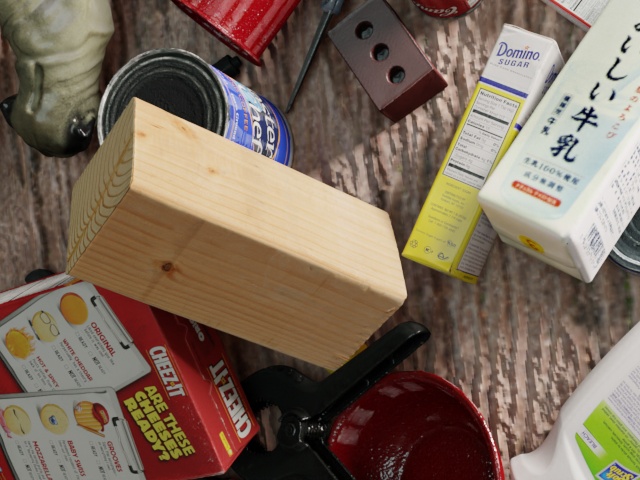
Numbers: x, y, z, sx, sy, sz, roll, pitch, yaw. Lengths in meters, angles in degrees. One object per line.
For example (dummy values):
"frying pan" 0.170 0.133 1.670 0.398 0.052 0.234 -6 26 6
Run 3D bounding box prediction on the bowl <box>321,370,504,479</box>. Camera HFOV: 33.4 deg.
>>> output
"bowl" 0.075 0.176 0.765 0.162 0.055 0.162 -14 69 41

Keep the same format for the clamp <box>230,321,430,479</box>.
"clamp" -0.006 0.131 0.788 0.210 0.036 0.164 6 82 40

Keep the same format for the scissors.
"scissors" 0.020 -0.194 0.826 0.016 0.096 0.202 18 89 -22

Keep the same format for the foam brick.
"foam brick" 0.052 -0.139 0.820 0.053 0.051 0.078 -37 76 12

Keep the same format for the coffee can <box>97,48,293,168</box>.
"coffee can" -0.091 -0.079 0.813 0.103 0.140 0.103 -2 84 17

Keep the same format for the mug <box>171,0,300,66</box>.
"mug" -0.066 -0.202 0.852 0.081 0.093 0.117 -53 37 2

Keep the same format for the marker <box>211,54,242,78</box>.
"marker" -0.117 -0.118 0.889 0.121 0.020 0.020 -30 77 13

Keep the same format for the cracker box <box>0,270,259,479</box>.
"cracker box" -0.173 0.104 0.804 0.214 0.072 0.164 -16 104 29

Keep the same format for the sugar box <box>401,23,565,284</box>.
"sugar box" 0.121 -0.058 0.769 0.048 0.093 0.176 22 91 20

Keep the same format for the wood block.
"wood block" -0.054 0.001 0.717 0.091 0.205 0.090 -48 32 32
